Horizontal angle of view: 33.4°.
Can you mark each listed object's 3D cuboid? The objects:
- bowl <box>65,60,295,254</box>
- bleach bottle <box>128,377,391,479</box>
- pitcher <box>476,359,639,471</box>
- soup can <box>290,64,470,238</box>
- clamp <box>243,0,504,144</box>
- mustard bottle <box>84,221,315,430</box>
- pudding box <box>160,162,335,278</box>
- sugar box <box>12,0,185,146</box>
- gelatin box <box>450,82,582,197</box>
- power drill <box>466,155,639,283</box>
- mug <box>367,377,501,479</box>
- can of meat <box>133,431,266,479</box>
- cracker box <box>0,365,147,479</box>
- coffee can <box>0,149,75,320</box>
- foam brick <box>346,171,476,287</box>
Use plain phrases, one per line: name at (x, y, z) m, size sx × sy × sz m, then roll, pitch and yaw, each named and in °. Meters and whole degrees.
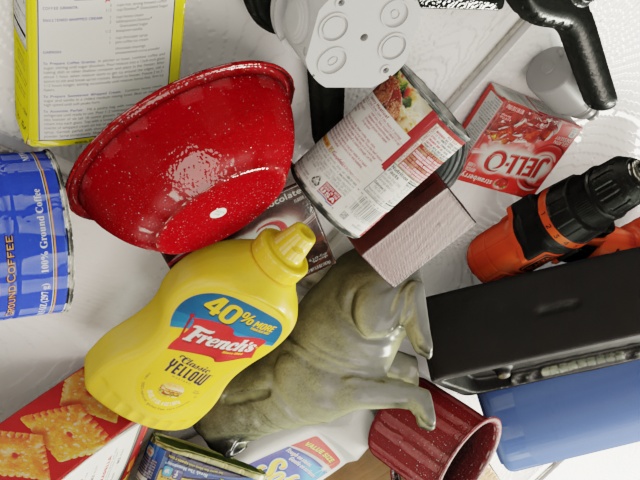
bowl at (-0.074, -0.039, 0.664) m, size 0.162 × 0.055 × 0.162 m, roll -29°, pitch 163°, yaw -10°
bleach bottle at (-0.045, 0.183, 0.924) m, size 0.250 × 0.068 × 0.102 m, roll -28°, pitch 126°, yaw -9°
pitcher at (0.268, 0.125, 0.983) m, size 0.243 × 0.145 × 0.149 m, roll -19°, pitch 144°, yaw 8°
soup can at (0.039, -0.058, 0.706) m, size 0.102 × 0.068 × 0.068 m, roll -42°, pitch 136°, yaw 13°
clamp at (0.021, -0.158, 0.670) m, size 0.164 × 0.036 × 0.209 m, roll -38°, pitch 139°, yaw 6°
mustard bottle at (-0.073, 0.054, 0.738) m, size 0.096 × 0.058 × 0.192 m, roll 30°, pitch 119°, yaw -31°
pudding box at (-0.055, 0.001, 0.769) m, size 0.113 × 0.039 × 0.090 m, roll -27°, pitch 137°, yaw -4°
sugar box at (-0.124, -0.139, 0.601) m, size 0.093 × 0.048 × 0.176 m, roll -9°, pitch 130°, yaw -26°
gelatin box at (0.147, -0.074, 0.820) m, size 0.089 × 0.030 × 0.073 m, roll 13°, pitch 121°, yaw -36°
power drill at (0.238, -0.013, 0.863) m, size 0.187 × 0.057 × 0.185 m, roll 4°, pitch 157°, yaw -32°
mug at (0.093, 0.180, 0.920) m, size 0.093 × 0.082 × 0.117 m, roll -19°, pitch 131°, yaw -46°
can of meat at (-0.102, 0.207, 0.840) m, size 0.102 × 0.057 × 0.084 m, roll 22°, pitch 84°, yaw -19°
cracker box at (-0.222, 0.200, 0.760) m, size 0.213 × 0.072 × 0.164 m, roll -35°, pitch 154°, yaw -55°
coffee can at (-0.226, 0.002, 0.630) m, size 0.140 × 0.103 × 0.103 m, roll -7°, pitch 131°, yaw -24°
foam brick at (0.059, -0.016, 0.756) m, size 0.078 × 0.053 × 0.051 m, roll -38°, pitch 136°, yaw 7°
